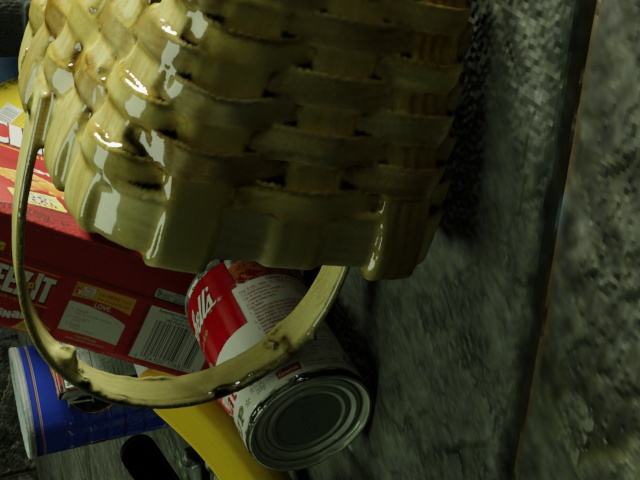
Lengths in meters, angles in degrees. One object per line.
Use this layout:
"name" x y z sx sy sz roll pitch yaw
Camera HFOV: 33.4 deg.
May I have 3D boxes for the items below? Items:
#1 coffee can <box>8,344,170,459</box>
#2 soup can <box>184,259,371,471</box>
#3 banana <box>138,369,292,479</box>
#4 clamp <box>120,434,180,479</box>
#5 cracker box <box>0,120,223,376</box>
"coffee can" -0.209 0.136 0.989 0.103 0.140 0.103 170 90 -70
"soup can" -0.023 0.059 0.552 0.102 0.068 0.068 -123 30 -46
"banana" -0.053 0.148 0.668 0.070 0.037 0.198 -49 66 32
"clamp" -0.065 0.236 0.740 0.165 0.036 0.210 46 162 33
"cracker box" -0.155 -0.005 0.675 0.072 0.164 0.214 -65 26 12
